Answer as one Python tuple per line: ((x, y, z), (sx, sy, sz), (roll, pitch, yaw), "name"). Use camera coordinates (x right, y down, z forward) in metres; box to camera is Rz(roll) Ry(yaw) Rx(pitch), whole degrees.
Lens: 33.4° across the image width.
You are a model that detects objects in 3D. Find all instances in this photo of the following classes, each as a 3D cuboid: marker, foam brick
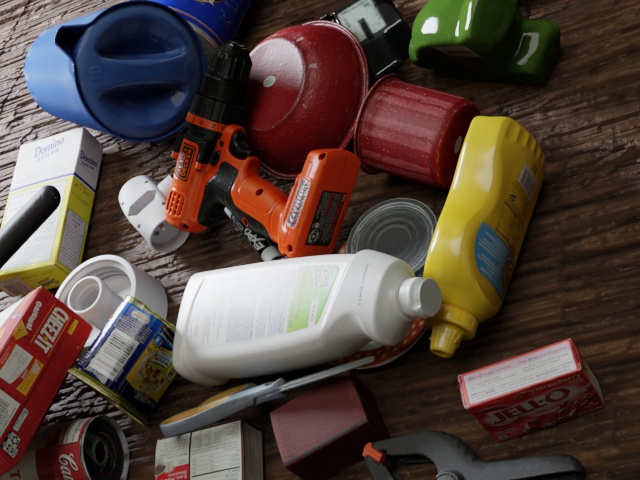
((-0.057, 0.001, 1.005), (0.020, 0.020, 0.121), (-41, 50, 1), "marker")
((0.008, 0.151, 0.854), (0.078, 0.053, 0.051), (-30, 51, 9), "foam brick")

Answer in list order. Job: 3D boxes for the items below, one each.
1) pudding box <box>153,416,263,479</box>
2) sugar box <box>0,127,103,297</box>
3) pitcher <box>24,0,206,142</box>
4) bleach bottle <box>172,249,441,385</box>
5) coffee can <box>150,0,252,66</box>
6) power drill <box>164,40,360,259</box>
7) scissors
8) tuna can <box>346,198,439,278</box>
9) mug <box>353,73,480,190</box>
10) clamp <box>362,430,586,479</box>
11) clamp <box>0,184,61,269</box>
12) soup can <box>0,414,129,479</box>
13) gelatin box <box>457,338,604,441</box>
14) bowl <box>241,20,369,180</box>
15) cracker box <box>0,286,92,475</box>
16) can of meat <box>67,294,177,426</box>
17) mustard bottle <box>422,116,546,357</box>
((-0.093, 0.211, 0.884), (0.090, 0.039, 0.113), (-17, 56, 20), "pudding box")
((-0.292, -0.031, 1.143), (0.093, 0.048, 0.176), (-12, 53, 25), "sugar box")
((-0.215, -0.169, 1.106), (0.144, 0.149, 0.243), (-29, 21, -23), "pitcher")
((-0.012, 0.064, 0.868), (0.251, 0.068, 0.102), (-8, 66, 42), "bleach bottle")
((-0.127, -0.267, 1.158), (0.103, 0.102, 0.140), (10, 66, 34), "coffee can")
((-0.054, -0.073, 0.962), (0.188, 0.057, 0.184), (27, 107, 37), "power drill")
((-0.038, 0.121, 0.880), (0.202, 0.096, 0.016), (-22, 91, 15), "scissors")
((0.065, 0.008, 0.895), (0.086, 0.033, 0.086), (-14, 54, 20), "tuna can")
((0.095, -0.097, 0.945), (0.082, 0.093, 0.117), (20, 36, 32), "mug")
((0.099, 0.197, 0.783), (0.172, 0.039, 0.120), (7, 61, 39), "clamp")
((-0.358, 0.037, 1.071), (0.165, 0.036, 0.209), (-8, 47, 41), "clamp")
((-0.231, 0.197, 0.951), (0.102, 0.068, 0.068), (-14, 55, 23), "soup can")
((0.155, 0.112, 0.781), (0.089, 0.073, 0.030), (-22, 53, 16), "gelatin box")
((-0.032, -0.142, 1.024), (0.162, 0.055, 0.162), (-12, 71, 38), "bowl")
((-0.315, 0.153, 0.956), (0.214, 0.072, 0.164), (-31, 26, 38), "cracker box")
((-0.165, 0.106, 0.948), (0.057, 0.102, 0.084), (28, 74, 22), "can of meat")
((0.125, 0.003, 0.850), (0.058, 0.096, 0.191), (7, 66, 32), "mustard bottle")
